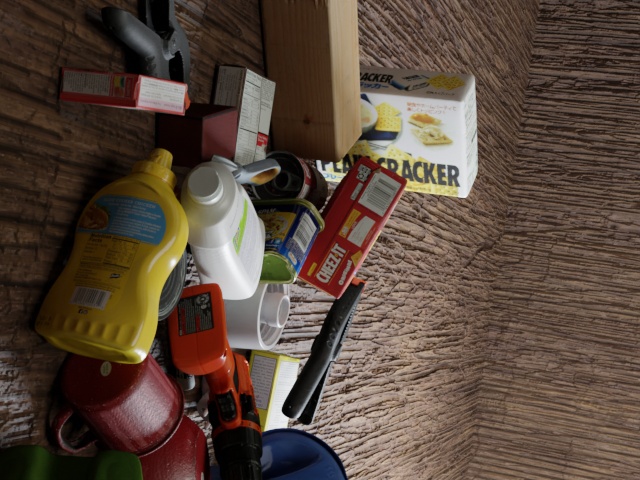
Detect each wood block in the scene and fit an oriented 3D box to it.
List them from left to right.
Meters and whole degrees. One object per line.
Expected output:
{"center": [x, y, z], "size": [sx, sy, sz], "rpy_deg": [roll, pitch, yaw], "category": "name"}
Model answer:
{"center": [-0.009, -0.209, 1.282], "size": [0.090, 0.091, 0.206], "rpy_deg": [-54, 148, -52], "category": "wood block"}

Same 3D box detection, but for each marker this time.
{"center": [-0.147, 0.104, 1.127], "size": [0.020, 0.020, 0.121], "rpy_deg": [-52, 145, -55], "category": "marker"}

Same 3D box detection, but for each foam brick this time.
{"center": [-0.122, -0.105, 1.057], "size": [0.078, 0.053, 0.051], "rpy_deg": [-34, 129, -64], "category": "foam brick"}

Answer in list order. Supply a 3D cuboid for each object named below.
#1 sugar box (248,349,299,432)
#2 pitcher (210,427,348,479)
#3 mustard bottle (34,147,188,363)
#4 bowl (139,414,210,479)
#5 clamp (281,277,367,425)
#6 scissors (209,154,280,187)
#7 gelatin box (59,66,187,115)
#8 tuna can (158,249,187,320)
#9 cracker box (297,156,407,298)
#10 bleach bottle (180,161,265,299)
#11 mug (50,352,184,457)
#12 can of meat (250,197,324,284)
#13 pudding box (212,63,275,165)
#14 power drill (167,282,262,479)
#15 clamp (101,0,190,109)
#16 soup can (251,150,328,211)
{"center": [-0.073, 0.230, 1.358], "size": [0.093, 0.048, 0.176], "rpy_deg": [29, 74, -71], "category": "sugar box"}
{"center": [-0.068, 0.323, 1.226], "size": [0.144, 0.149, 0.243], "rpy_deg": [-32, 158, -33], "category": "pitcher"}
{"center": [-0.166, 0.005, 0.911], "size": [0.058, 0.096, 0.191], "rpy_deg": [63, 40, -59], "category": "mustard bottle"}
{"center": [-0.143, 0.235, 1.061], "size": [0.162, 0.055, 0.162], "rpy_deg": [-3, 90, -87], "category": "bowl"}
{"center": [0.007, 0.147, 1.392], "size": [0.164, 0.036, 0.210], "rpy_deg": [83, 31, -71], "category": "clamp"}
{"center": [-0.102, -0.060, 1.092], "size": [0.016, 0.096, 0.201], "rpy_deg": [61, 20, 7], "category": "scissors"}
{"center": [-0.163, -0.126, 0.895], "size": [0.089, 0.073, 0.030], "rpy_deg": [-10, 108, -70], "category": "gelatin box"}
{"center": [-0.156, 0.030, 0.980], "size": [0.086, 0.034, 0.086], "rpy_deg": [10, 90, -70], "category": "tuna can"}
{"center": [0.029, -0.014, 1.344], "size": [0.164, 0.072, 0.214], "rpy_deg": [-60, -178, -3], "category": "cracker box"}
{"center": [-0.098, -0.019, 1.043], "size": [0.251, 0.068, 0.102], "rpy_deg": [86, 8, -72], "category": "bleach bottle"}
{"center": [-0.187, 0.141, 0.944], "size": [0.117, 0.093, 0.081], "rpy_deg": [-36, 140, -12], "category": "mug"}
{"center": [-0.058, 0.002, 1.214], "size": [0.057, 0.102, 0.083], "rpy_deg": [59, 44, -38], "category": "can of meat"}
{"center": [-0.088, -0.130, 1.169], "size": [0.090, 0.039, 0.113], "rpy_deg": [9, 88, -71], "category": "pudding box"}
{"center": [-0.102, 0.149, 1.070], "size": [0.184, 0.057, 0.187], "rpy_deg": [-105, -178, -45], "category": "power drill"}
{"center": [-0.147, -0.192, 0.971], "size": [0.171, 0.039, 0.120], "rpy_deg": [77, 32, -60], "category": "clamp"}
{"center": [-0.036, -0.067, 1.300], "size": [0.102, 0.069, 0.068], "rpy_deg": [20, 79, -71], "category": "soup can"}
